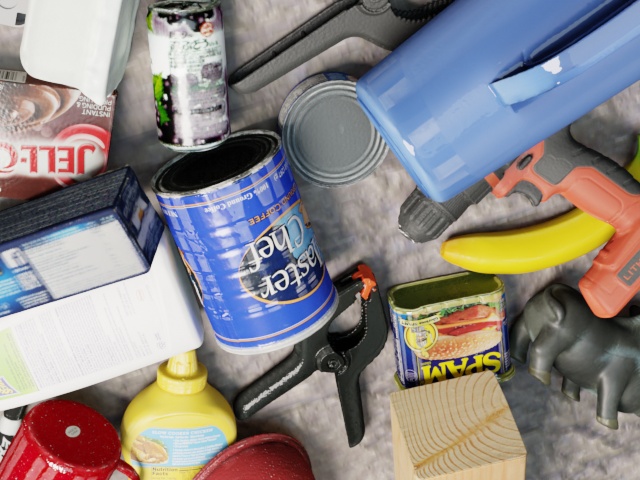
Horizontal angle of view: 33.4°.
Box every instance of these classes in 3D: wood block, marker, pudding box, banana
[{"bbox_3d":[0.116,0.218,0.908,0.090,0.090,0.206,-11,133,-5],"label":"wood block"},{"bbox_3d":[-0.263,0.173,0.888,0.020,0.020,0.121,14,109,-16],"label":"marker"},{"bbox_3d":[-0.211,-0.076,0.783,0.113,0.039,0.090,7,112,-13],"label":"pudding box"},{"bbox_3d":[0.198,-0.014,0.891,0.198,0.037,0.069,-30,95,1],"label":"banana"}]

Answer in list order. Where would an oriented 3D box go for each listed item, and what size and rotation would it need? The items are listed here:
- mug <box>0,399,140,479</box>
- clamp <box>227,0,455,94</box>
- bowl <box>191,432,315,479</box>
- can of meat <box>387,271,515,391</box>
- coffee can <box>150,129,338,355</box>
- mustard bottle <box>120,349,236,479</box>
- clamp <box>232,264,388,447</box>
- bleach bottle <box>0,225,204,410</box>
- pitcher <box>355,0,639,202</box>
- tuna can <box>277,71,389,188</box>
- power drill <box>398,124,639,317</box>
[{"bbox_3d":[-0.199,0.186,0.847,0.117,0.093,0.082,25,114,-15],"label":"mug"},{"bbox_3d":[0.030,-0.176,0.787,0.209,0.036,0.165,5,120,-18],"label":"clamp"},{"bbox_3d":[-0.052,0.246,0.900,0.161,0.055,0.162,-22,125,-35],"label":"bowl"},{"bbox_3d":[0.109,0.078,0.900,0.102,0.057,0.084,-11,112,-6],"label":"can of meat"},{"bbox_3d":[-0.055,0.001,0.810,0.103,0.103,0.140,-21,114,-2],"label":"coffee can"},{"bbox_3d":[-0.120,0.174,0.894,0.096,0.058,0.192,1,112,-13],"label":"mustard bottle"},{"bbox_3d":[0.015,0.103,0.903,0.120,0.039,0.172,23,113,-26],"label":"clamp"},{"bbox_3d":[-0.223,0.074,0.832,0.251,0.068,0.102,-18,106,1],"label":"bleach bottle"},{"bbox_3d":[0.150,-0.133,0.739,0.243,0.145,0.149,-36,151,5],"label":"pitcher"},{"bbox_3d":[0.010,-0.086,0.824,0.086,0.034,0.086,-4,113,-9],"label":"tuna can"},{"bbox_3d":[0.179,-0.026,0.841,0.187,0.057,0.184,41,96,-6],"label":"power drill"}]
